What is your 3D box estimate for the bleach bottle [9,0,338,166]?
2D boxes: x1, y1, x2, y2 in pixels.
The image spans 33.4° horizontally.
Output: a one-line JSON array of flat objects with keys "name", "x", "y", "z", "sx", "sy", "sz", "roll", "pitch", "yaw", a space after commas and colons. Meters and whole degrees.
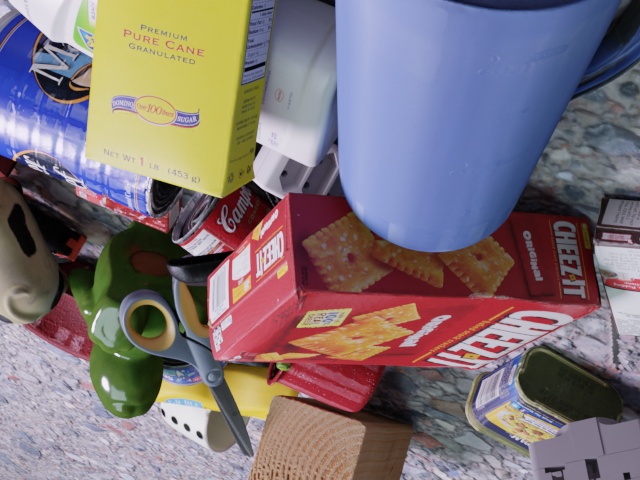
[{"name": "bleach bottle", "x": -0.097, "y": -0.138, "z": 0.647, "sx": 0.251, "sy": 0.068, "sz": 0.103, "roll": 26, "pitch": 144, "yaw": 8}]

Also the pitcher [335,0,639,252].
[{"name": "pitcher", "x": 0.078, "y": -0.093, "z": 0.528, "sx": 0.149, "sy": 0.145, "sz": 0.243, "roll": 32, "pitch": 157, "yaw": 14}]

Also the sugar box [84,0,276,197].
[{"name": "sugar box", "x": -0.073, "y": -0.120, "z": 0.575, "sx": 0.093, "sy": 0.048, "sz": 0.176, "roll": 16, "pitch": 115, "yaw": 17}]

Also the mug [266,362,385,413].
[{"name": "mug", "x": 0.008, "y": 0.097, "z": 0.935, "sx": 0.081, "sy": 0.093, "sz": 0.117, "roll": 25, "pitch": -177, "yaw": -8}]

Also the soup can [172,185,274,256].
[{"name": "soup can", "x": -0.055, "y": 0.001, "z": 0.834, "sx": 0.102, "sy": 0.068, "sz": 0.069, "roll": 36, "pitch": 150, "yaw": -19}]

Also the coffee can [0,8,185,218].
[{"name": "coffee can", "x": -0.157, "y": -0.087, "z": 0.733, "sx": 0.140, "sy": 0.102, "sz": 0.103, "roll": 22, "pitch": 151, "yaw": 7}]

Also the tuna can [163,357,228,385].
[{"name": "tuna can", "x": -0.127, "y": 0.095, "z": 1.029, "sx": 0.086, "sy": 0.086, "sz": 0.033, "roll": 13, "pitch": 147, "yaw": 23}]

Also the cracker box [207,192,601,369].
[{"name": "cracker box", "x": 0.049, "y": 0.036, "z": 0.711, "sx": 0.213, "sy": 0.072, "sz": 0.164, "roll": 5, "pitch": 158, "yaw": -22}]

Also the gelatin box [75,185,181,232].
[{"name": "gelatin box", "x": -0.159, "y": -0.049, "z": 0.873, "sx": 0.089, "sy": 0.030, "sz": 0.073, "roll": 23, "pitch": 151, "yaw": 5}]

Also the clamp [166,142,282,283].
[{"name": "clamp", "x": -0.017, "y": -0.008, "z": 0.788, "sx": 0.171, "sy": 0.120, "sz": 0.039, "roll": 17, "pitch": -168, "yaw": -26}]

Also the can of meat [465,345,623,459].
[{"name": "can of meat", "x": 0.185, "y": 0.137, "z": 0.879, "sx": 0.102, "sy": 0.057, "sz": 0.084, "roll": 29, "pitch": 149, "yaw": -7}]

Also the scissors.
[{"name": "scissors", "x": -0.109, "y": 0.107, "z": 0.876, "sx": 0.016, "sy": 0.096, "sz": 0.202, "roll": -136, "pitch": 38, "yaw": -59}]

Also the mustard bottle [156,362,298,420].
[{"name": "mustard bottle", "x": -0.116, "y": 0.144, "z": 1.078, "sx": 0.191, "sy": 0.058, "sz": 0.096, "roll": 9, "pitch": 174, "yaw": 0}]

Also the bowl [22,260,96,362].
[{"name": "bowl", "x": -0.254, "y": 0.066, "z": 1.114, "sx": 0.162, "sy": 0.055, "sz": 0.162, "roll": 20, "pitch": 151, "yaw": 11}]

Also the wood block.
[{"name": "wood block", "x": 0.016, "y": 0.203, "z": 1.008, "sx": 0.091, "sy": 0.090, "sz": 0.206, "roll": 15, "pitch": 175, "yaw": 19}]

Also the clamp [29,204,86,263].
[{"name": "clamp", "x": -0.331, "y": -0.015, "z": 1.060, "sx": 0.210, "sy": 0.036, "sz": 0.165, "roll": 19, "pitch": 150, "yaw": 7}]
